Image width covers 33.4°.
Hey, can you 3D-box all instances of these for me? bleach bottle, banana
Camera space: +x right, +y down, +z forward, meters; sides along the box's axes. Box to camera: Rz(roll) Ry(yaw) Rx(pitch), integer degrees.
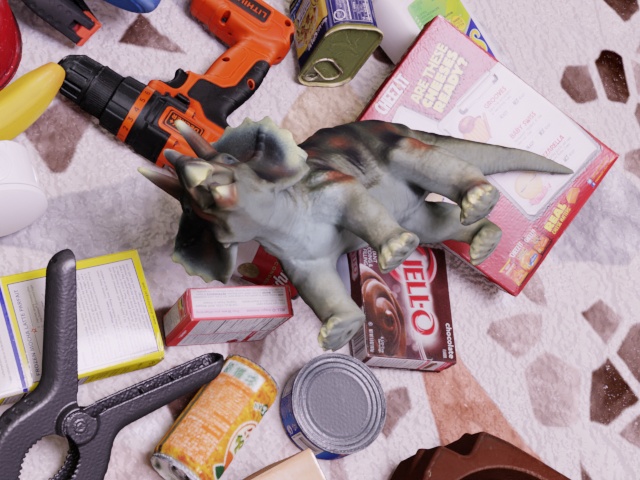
[{"bbox_3d":[0.153,-0.154,1.067,0.102,0.068,0.251,-37,89,-29],"label":"bleach bottle"},{"bbox_3d":[-0.291,-0.089,0.842,0.197,0.070,0.037,-21,50,-34],"label":"banana"}]

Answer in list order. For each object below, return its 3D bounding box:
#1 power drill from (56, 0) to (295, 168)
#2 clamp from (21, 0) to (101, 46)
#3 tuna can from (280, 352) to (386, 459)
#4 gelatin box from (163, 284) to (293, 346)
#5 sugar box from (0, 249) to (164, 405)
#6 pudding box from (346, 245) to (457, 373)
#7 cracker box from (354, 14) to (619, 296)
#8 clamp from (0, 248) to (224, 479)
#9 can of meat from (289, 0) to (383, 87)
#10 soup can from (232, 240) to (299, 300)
[{"bbox_3d":[-0.119,-0.152,0.950,0.184,0.057,0.187,33,61,-9],"label":"power drill"},{"bbox_3d":[-0.260,-0.236,0.902,0.171,0.039,0.120,45,21,-1],"label":"clamp"},{"bbox_3d":[0.010,0.140,0.896,0.086,0.034,0.086,9,66,-20],"label":"tuna can"},{"bbox_3d":[-0.076,0.060,0.868,0.089,0.073,0.030,-2,70,-25],"label":"gelatin box"},{"bbox_3d":[-0.216,0.071,0.819,0.176,0.048,0.093,-12,76,-24],"label":"sugar box"},{"bbox_3d":[0.070,0.059,0.954,0.089,0.039,0.113,6,67,-22],"label":"pudding box"},{"bbox_3d":[0.139,-0.076,0.989,0.213,0.072,0.164,36,89,-6],"label":"cracker box"},{"bbox_3d":[-0.186,0.121,0.778,0.164,0.036,0.210,47,73,-28],"label":"clamp"},{"bbox_3d":[0.011,-0.206,1.003,0.057,0.102,0.084,-1,68,-24],"label":"can of meat"},{"bbox_3d":[-0.056,0.001,0.905,0.102,0.069,0.068,22,62,-14],"label":"soup can"}]
